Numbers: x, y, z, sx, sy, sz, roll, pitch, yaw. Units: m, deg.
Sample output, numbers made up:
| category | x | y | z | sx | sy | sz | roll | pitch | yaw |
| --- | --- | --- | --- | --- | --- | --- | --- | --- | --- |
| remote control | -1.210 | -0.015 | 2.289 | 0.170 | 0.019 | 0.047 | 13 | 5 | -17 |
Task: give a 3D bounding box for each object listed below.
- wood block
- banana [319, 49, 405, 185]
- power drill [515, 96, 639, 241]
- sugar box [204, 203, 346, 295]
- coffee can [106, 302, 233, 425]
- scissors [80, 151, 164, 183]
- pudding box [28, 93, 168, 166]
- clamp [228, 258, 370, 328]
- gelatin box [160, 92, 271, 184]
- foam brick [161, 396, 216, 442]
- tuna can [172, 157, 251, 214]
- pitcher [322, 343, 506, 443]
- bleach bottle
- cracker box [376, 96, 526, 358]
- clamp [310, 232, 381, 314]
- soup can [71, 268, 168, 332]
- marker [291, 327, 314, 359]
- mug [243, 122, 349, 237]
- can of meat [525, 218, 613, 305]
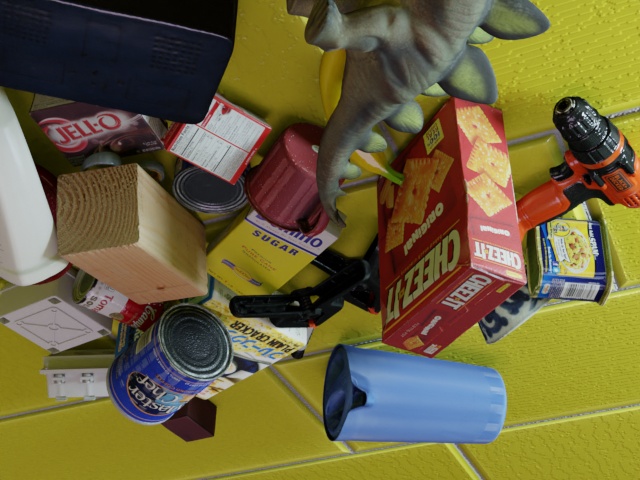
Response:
| category | x | y | z | sx | sy | sz | roll | pitch | yaw |
| --- | --- | --- | --- | --- | --- | --- | --- | --- | --- |
| wood block | -0.200 | -0.001 | 1.164 | 0.091 | 0.090 | 0.206 | -9 | 161 | 11 |
| banana | 0.033 | -0.135 | 1.056 | 0.070 | 0.037 | 0.197 | 4 | 140 | 27 |
| power drill | 0.242 | -0.066 | 1.140 | 0.188 | 0.057 | 0.184 | -24 | 136 | 31 |
| sugar box | -0.058 | 0.002 | 1.233 | 0.093 | 0.048 | 0.177 | 36 | 137 | -13 |
| coffee can | -0.186 | 0.152 | 1.305 | 0.102 | 0.103 | 0.141 | 22 | 138 | -27 |
| scissors | -0.222 | -0.052 | 1.178 | 0.096 | 0.016 | 0.202 | -1 | 162 | -10 |
| pudding box | -0.224 | -0.123 | 1.087 | 0.114 | 0.039 | 0.090 | -11 | 144 | 17 |
| clamp | -0.009 | 0.072 | 1.278 | 0.164 | 0.036 | 0.210 | -17 | 165 | 6 |
| gelatin box | -0.107 | -0.109 | 1.087 | 0.089 | 0.030 | 0.073 | 27 | 105 | -31 |
| foam brick | -0.200 | 0.264 | 1.617 | 0.053 | 0.051 | 0.078 | -15 | 141 | 23 |
| tuna can | -0.118 | -0.067 | 1.167 | 0.086 | 0.033 | 0.086 | 1 | 144 | 0 |
| pitcher | 0.127 | 0.221 | 1.500 | 0.242 | 0.149 | 0.145 | 7 | 129 | -14 |
| bleach bottle | -0.322 | -0.084 | 1.054 | 0.103 | 0.068 | 0.251 | 22 | 130 | 41 |
| cracker box | 0.123 | -0.015 | 1.080 | 0.072 | 0.213 | 0.164 | 17 | 141 | -21 |
| clamp | 0.033 | 0.039 | 1.310 | 0.120 | 0.039 | 0.171 | 9 | 149 | 18 |
| soup can | -0.248 | 0.065 | 1.327 | 0.102 | 0.068 | 0.069 | 27 | 137 | -30 |
| marker | -0.021 | 0.128 | 1.449 | 0.020 | 0.020 | 0.121 | 8 | 144 | -10 |
| mug | -0.018 | -0.059 | 1.111 | 0.093 | 0.117 | 0.082 | 3 | 143 | -33 |
| can of meat | 0.284 | 0.021 | 1.225 | 0.084 | 0.102 | 0.057 | 4 | 144 | -1 |
